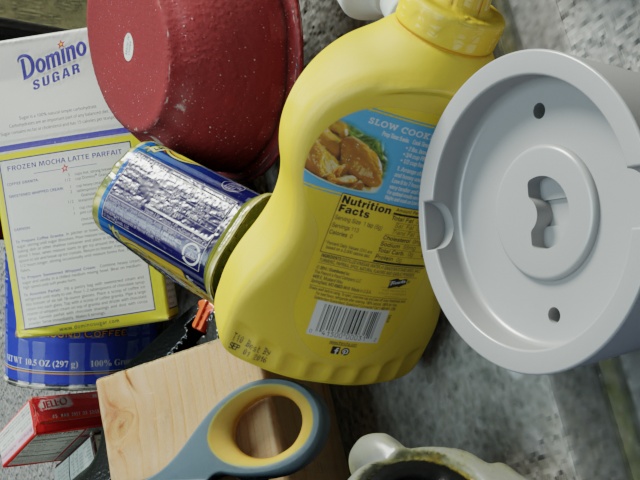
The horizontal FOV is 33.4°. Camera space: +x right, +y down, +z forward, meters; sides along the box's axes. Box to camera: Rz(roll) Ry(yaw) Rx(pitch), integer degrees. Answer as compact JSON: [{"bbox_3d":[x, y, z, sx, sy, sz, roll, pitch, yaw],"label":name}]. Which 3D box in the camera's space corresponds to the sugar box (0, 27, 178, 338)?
[{"bbox_3d":[-0.144,-0.034,0.637,0.048,0.093,0.176,59,-157,-87],"label":"sugar box"}]

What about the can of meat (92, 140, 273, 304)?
[{"bbox_3d":[-0.053,0.001,0.535,0.084,0.102,0.057,27,79,29],"label":"can of meat"}]

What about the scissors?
[{"bbox_3d":[-0.077,0.100,0.482,0.202,0.016,0.096,7,78,23],"label":"scissors"}]

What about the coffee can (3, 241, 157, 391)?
[{"bbox_3d":[-0.159,0.022,0.715,0.103,0.102,0.140,5,95,56],"label":"coffee can"}]

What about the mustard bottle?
[{"bbox_3d":[0.027,-0.029,0.436,0.058,0.096,0.192,-106,32,-53],"label":"mustard bottle"}]

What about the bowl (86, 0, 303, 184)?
[{"bbox_3d":[-0.076,-0.104,0.549,0.162,0.055,0.162,25,122,49],"label":"bowl"}]

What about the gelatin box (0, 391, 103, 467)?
[{"bbox_3d":[-0.191,0.139,0.793,0.089,0.073,0.030,-43,56,49],"label":"gelatin box"}]

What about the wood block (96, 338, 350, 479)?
[{"bbox_3d":[-0.031,0.158,0.508,0.091,0.090,0.206,-20,70,17],"label":"wood block"}]
